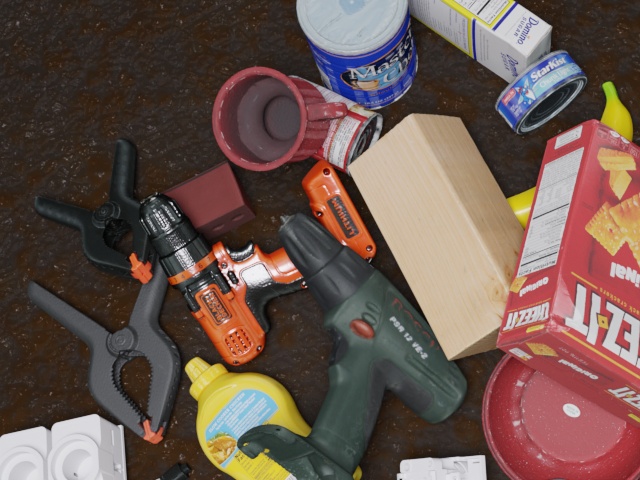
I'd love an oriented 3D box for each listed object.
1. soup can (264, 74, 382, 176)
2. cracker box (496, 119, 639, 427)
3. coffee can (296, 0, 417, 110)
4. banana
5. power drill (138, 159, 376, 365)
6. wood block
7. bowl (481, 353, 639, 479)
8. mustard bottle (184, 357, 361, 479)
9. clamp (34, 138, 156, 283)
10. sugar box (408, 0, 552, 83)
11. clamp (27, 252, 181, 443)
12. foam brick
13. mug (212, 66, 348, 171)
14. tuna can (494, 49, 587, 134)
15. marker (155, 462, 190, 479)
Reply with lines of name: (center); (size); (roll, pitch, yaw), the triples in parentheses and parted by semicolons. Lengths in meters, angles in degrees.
soup can: (0.001, -0.115, 1.058); (0.102, 0.068, 0.068); (27, 81, 16)
cracker box: (0.255, 0.026, 0.912); (0.164, 0.072, 0.213); (30, 61, -19)
coffee can: (0.039, -0.200, 1.037); (0.103, 0.140, 0.103); (-2, 75, 9)
banana: (0.236, -0.063, 1.024); (0.197, 0.037, 0.070); (-45, 55, -5)
power drill: (-0.057, 0.001, 1.013); (0.187, 0.057, 0.184); (-31, 103, 0)
wood block: (0.123, -0.006, 0.982); (0.091, 0.090, 0.206); (-39, 69, 33)
bowl: (0.225, 0.153, 0.955); (0.162, 0.055, 0.162); (-3, 75, 9)
mustard bottle: (-0.058, 0.181, 0.992); (0.192, 0.058, 0.096); (44, 100, 17)
clamp: (-0.204, -0.029, 1.069); (0.120, 0.039, 0.172); (-46, 57, -3)
sugar box: (0.145, -0.224, 1.051); (0.176, 0.093, 0.048); (36, 84, 16)
clamp: (-0.201, 0.101, 1.050); (0.164, 0.036, 0.210); (-16, 69, 7)
foam brick: (-0.112, -0.034, 1.064); (0.078, 0.053, 0.051); (-27, 72, 3)
mug: (-0.030, -0.114, 0.988); (0.117, 0.081, 0.093); (-9, 92, 22)
tuna can: (0.211, -0.141, 1.020); (0.086, 0.086, 0.034); (-35, 74, -1)
marker: (-0.174, 0.251, 1.014); (0.121, 0.020, 0.020); (-37, 72, -2)
